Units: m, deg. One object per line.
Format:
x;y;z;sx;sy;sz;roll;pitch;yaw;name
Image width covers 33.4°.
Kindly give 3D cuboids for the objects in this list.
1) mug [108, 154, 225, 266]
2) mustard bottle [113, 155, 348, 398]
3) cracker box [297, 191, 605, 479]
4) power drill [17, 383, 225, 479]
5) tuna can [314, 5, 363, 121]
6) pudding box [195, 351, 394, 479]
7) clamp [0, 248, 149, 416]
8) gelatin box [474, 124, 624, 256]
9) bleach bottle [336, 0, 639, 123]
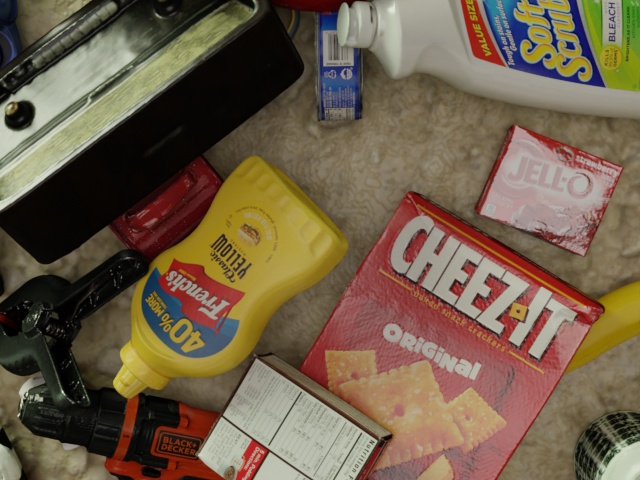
-0.118;-0.036;0.779;0.081;0.117;0.093;-40;104;0;mug
-0.077;0.038;0.752;0.192;0.058;0.096;-47;72;7;mustard bottle
0.081;0.096;0.781;0.164;0.072;0.214;32;97;12;cracker box
-0.151;0.205;0.805;0.184;0.057;0.188;14;97;-13;power drill
0.014;-0.130;0.777;0.034;0.086;0.086;-1;93;2;tuna can
-0.019;0.145;0.748;0.113;0.039;0.090;32;94;17;pudding box
-0.195;0.071;0.771;0.039;0.172;0.120;39;56;-31;clamp
0.170;-0.038;0.800;0.089;0.030;0.073;23;94;2;gelatin box
0.135;-0.134;0.742;0.250;0.068;0.102;0;91;-15;bleach bottle
